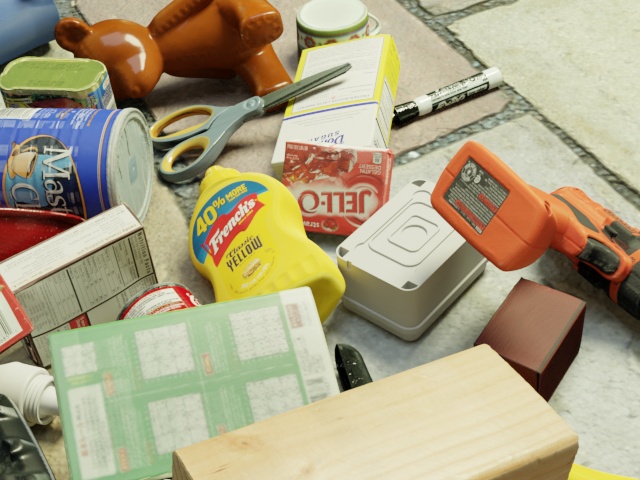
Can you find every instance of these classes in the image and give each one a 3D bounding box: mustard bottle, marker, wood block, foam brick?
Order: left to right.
[{"bbox_3d":[-0.056,0.001,0.843,0.096,0.058,0.192,-41,43,10],"label":"mustard bottle"},{"bbox_3d":[0.030,0.143,0.593,0.205,0.091,0.090,-15,41,-27],"label":"wood block"},{"bbox_3d":[0.117,-0.135,1.007,0.121,0.020,0.020,-23,45,-17],"label":"marker"},{"bbox_3d":[0.147,0.075,0.752,0.051,0.053,0.078,21,48,27],"label":"foam brick"}]

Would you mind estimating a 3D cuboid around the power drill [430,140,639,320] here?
[{"bbox_3d":[0.179,0.005,0.750,0.187,0.057,0.185,20,19,-40],"label":"power drill"}]

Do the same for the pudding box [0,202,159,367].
[{"bbox_3d":[-0.180,0.034,0.808,0.113,0.090,0.039,-30,49,-22],"label":"pudding box"}]

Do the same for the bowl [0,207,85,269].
[{"bbox_3d":[-0.264,0.012,0.831,0.162,0.162,0.055,-2,83,4],"label":"bowl"}]

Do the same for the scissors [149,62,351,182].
[{"bbox_3d":[-0.069,-0.104,0.962,0.202,0.016,0.096,-11,50,19],"label":"scissors"}]

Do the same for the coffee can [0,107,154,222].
[{"bbox_3d":[-0.224,-0.062,0.908,0.140,0.103,0.102,2,43,9],"label":"coffee can"}]

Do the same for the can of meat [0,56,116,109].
[{"bbox_3d":[-0.238,-0.120,0.986,0.102,0.084,0.057,3,43,10],"label":"can of meat"}]

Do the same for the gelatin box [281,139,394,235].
[{"bbox_3d":[0.013,-0.042,0.878,0.089,0.073,0.030,8,10,15],"label":"gelatin box"}]

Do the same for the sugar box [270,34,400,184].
[{"bbox_3d":[0.018,-0.117,0.971,0.093,0.048,0.176,-8,43,20],"label":"sugar box"}]

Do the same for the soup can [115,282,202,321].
[{"bbox_3d":[-0.095,0.086,0.759,0.068,0.068,0.102,-27,47,-21],"label":"soup can"}]
